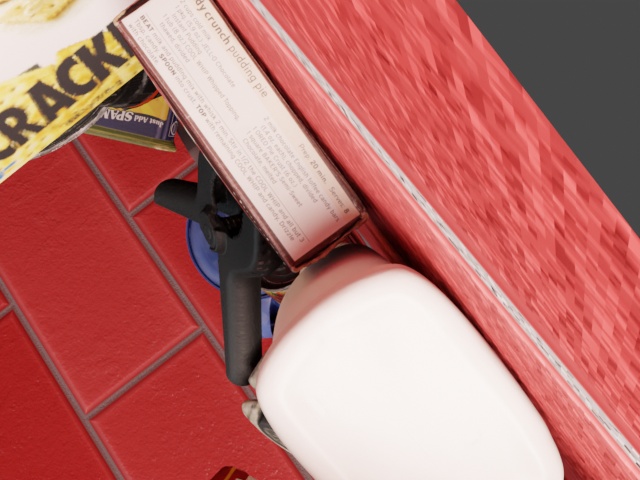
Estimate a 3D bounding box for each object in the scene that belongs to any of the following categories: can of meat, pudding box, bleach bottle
[{"bbox_3d":[-0.146,-0.117,0.772,0.102,0.084,0.057,12,-171,-14],"label":"can of meat"},{"bbox_3d":[-0.030,-0.043,0.417,0.113,0.039,0.090,52,179,-2],"label":"pudding box"},{"bbox_3d":[0.020,0.039,0.443,0.102,0.068,0.251,50,-178,-10],"label":"bleach bottle"}]

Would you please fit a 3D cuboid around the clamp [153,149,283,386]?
[{"bbox_3d":[-0.055,0.001,0.692,0.164,0.036,0.210,67,155,11],"label":"clamp"}]

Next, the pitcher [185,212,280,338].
[{"bbox_3d":[-0.053,0.008,1.146,0.145,0.149,0.242,41,-178,8],"label":"pitcher"}]
